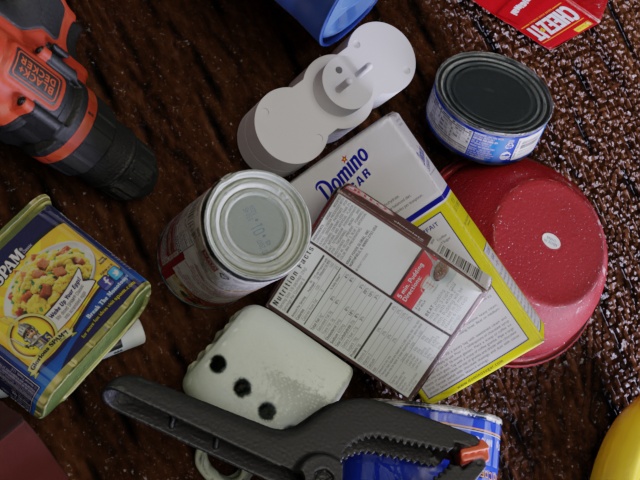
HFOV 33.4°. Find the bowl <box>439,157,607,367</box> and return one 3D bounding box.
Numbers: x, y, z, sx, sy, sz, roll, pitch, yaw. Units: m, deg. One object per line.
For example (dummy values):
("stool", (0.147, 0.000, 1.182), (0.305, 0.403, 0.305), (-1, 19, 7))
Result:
("bowl", (0.147, 0.007, 0.755), (0.161, 0.055, 0.162), (5, 77, -22))

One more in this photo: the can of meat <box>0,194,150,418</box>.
("can of meat", (-0.158, 0.038, 0.606), (0.084, 0.058, 0.102), (37, 59, 3))

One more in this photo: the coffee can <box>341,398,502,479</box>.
("coffee can", (0.055, 0.175, 0.654), (0.102, 0.103, 0.140), (13, 74, -20))

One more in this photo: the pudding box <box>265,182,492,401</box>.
("pudding box", (0.036, 0.032, 0.665), (0.113, 0.039, 0.090), (34, 105, 6))

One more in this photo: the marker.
("marker", (-0.162, 0.074, 0.631), (0.121, 0.020, 0.020), (-21, 87, -25))

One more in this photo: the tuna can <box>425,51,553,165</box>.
("tuna can", (0.119, -0.094, 0.758), (0.086, 0.034, 0.086), (7, 49, -8))

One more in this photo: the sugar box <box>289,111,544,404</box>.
("sugar box", (0.060, 0.012, 0.700), (0.093, 0.048, 0.176), (-33, 91, 17))

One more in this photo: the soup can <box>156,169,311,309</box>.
("soup can", (-0.054, 0.001, 0.646), (0.068, 0.102, 0.068), (5, 76, -22))

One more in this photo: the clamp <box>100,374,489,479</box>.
("clamp", (-0.011, 0.126, 0.572), (0.209, 0.036, 0.164), (-13, 63, -23))

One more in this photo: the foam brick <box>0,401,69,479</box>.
("foam brick", (-0.188, 0.131, 0.581), (0.078, 0.053, 0.051), (-42, 122, -25))

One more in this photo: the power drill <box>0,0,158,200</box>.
("power drill", (-0.148, -0.136, 0.639), (0.184, 0.057, 0.187), (40, 51, -47))
